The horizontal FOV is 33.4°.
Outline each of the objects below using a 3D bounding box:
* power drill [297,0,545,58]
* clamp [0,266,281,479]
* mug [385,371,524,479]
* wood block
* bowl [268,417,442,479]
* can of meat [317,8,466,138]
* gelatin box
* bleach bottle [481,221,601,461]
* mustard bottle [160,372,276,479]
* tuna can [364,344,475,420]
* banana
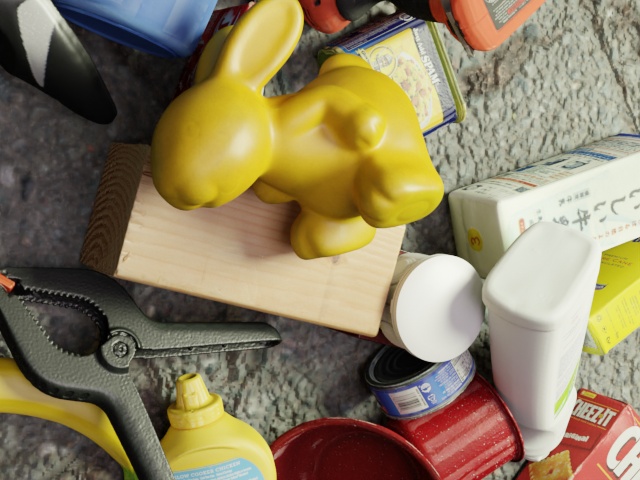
[{"bbox_3d":[0.092,-0.208,0.767,0.184,0.188,0.057,-46,126,-11],"label":"power drill"},{"bbox_3d":[-0.141,0.090,0.734,0.210,0.036,0.164,27,58,-13],"label":"clamp"},{"bbox_3d":[0.108,0.170,0.889,0.081,0.093,0.117,-30,146,-16],"label":"mug"},{"bbox_3d":[-0.055,0.001,0.772,0.205,0.090,0.091,16,88,-28],"label":"wood block"},{"bbox_3d":[0.030,0.202,0.835,0.162,0.055,0.162,5,108,16],"label":"bowl"},{"bbox_3d":[0.054,-0.121,0.831,0.083,0.058,0.102,-29,109,-20],"label":"can of meat"},{"bbox_3d":[-0.071,-0.122,0.756,0.030,0.073,0.089,26,85,-27],"label":"gelatin box"},{"bbox_3d":[0.176,0.105,0.869,0.102,0.068,0.251,-48,147,-33],"label":"bleach bottle"},{"bbox_3d":[-0.079,0.191,0.800,0.096,0.058,0.191,-12,102,-2],"label":"mustard bottle"},{"bbox_3d":[0.079,0.103,0.857,0.086,0.086,0.033,-38,110,-18],"label":"tuna can"},{"bbox_3d":[-0.194,0.119,0.745,0.197,0.037,0.069,29,81,-28],"label":"banana"}]
